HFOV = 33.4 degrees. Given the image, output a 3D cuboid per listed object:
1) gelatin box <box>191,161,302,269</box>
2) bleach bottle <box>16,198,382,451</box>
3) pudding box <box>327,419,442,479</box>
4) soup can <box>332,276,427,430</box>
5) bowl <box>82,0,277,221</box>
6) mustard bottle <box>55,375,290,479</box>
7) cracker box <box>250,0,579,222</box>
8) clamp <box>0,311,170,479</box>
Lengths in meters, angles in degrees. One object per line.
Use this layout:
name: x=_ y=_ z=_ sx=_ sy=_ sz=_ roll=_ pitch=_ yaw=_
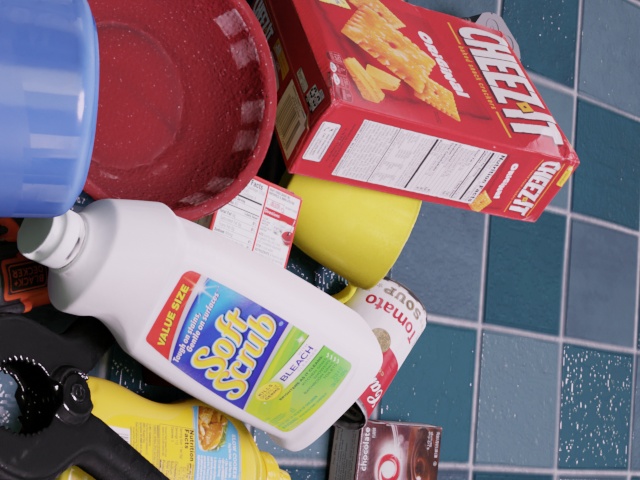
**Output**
gelatin box: x=-0.054 y=0.001 z=0.692 sx=0.073 sy=0.030 sz=0.089 roll=22 pitch=78 yaw=-46
bleach bottle: x=-0.072 y=0.046 z=0.619 sx=0.103 sy=0.068 sz=0.250 roll=-46 pitch=136 yaw=12
pudding box: x=0.048 y=0.198 z=0.838 sx=0.089 sy=0.039 sz=0.113 roll=12 pitch=80 yaw=-40
soup can: x=0.030 y=0.084 z=0.812 sx=0.068 sy=0.069 sz=0.102 roll=53 pitch=56 yaw=-25
bowl: x=-0.105 y=-0.089 z=0.625 sx=0.161 sy=0.055 sz=0.162 roll=2 pitch=87 yaw=-39
mustard bottle: x=-0.096 y=0.150 z=0.702 sx=0.191 sy=0.058 sz=0.096 roll=18 pitch=63 yaw=-39
cracker box: x=0.064 y=-0.108 z=0.777 sx=0.213 sy=0.072 sz=0.164 roll=9 pitch=43 yaw=-28
clamp: x=-0.144 y=0.078 z=0.592 sx=0.209 sy=0.036 sz=0.164 roll=21 pitch=55 yaw=-54
